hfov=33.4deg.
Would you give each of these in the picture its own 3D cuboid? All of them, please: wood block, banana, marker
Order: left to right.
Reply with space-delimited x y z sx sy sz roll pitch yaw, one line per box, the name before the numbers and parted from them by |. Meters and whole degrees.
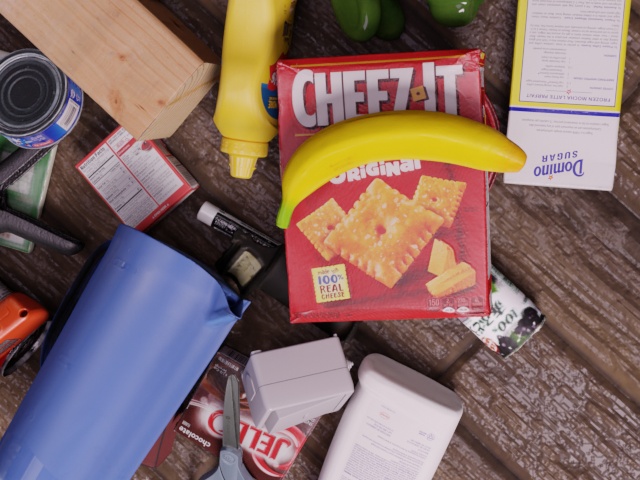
wood block | -0.193 -0.191 0.933 0.206 0.090 0.090 43 102 2
marker | -0.056 0.001 0.972 0.121 0.020 0.020 29 101 5
banana | 0.052 -0.065 0.807 0.198 0.037 0.069 -13 112 13

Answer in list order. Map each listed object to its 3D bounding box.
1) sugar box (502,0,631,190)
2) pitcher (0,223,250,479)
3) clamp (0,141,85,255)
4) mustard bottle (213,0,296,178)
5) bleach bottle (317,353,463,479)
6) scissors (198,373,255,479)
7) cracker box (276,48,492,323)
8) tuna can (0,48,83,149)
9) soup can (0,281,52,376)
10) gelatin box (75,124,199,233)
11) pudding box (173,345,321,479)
sugar box | 0.206 -0.133 0.895 0.093 0.048 0.176 6 102 9
pitcher | -0.182 0.113 0.922 0.145 0.149 0.243 32 82 -6
clamp | -0.300 -0.048 0.984 0.171 0.039 0.120 1 86 5
mustard bottle | -0.056 -0.149 0.911 0.058 0.096 0.192 10 99 8
bleach bottle | 0.033 0.234 0.968 0.102 0.068 0.251 27 104 5
scissors | -0.064 0.204 0.957 0.096 0.016 0.202 26 129 3
cracker box | 0.053 -0.043 0.862 0.164 0.072 0.214 -2 97 10
tuna can | -0.258 -0.127 0.953 0.086 0.033 0.086 -3 76 12
soup can | -0.312 0.069 1.001 0.102 0.068 0.068 39 102 3
gelatin box | -0.167 -0.060 0.977 0.073 0.030 0.089 -40 90 14
pudding box | -0.064 0.162 0.985 0.113 0.039 0.090 30 102 4
